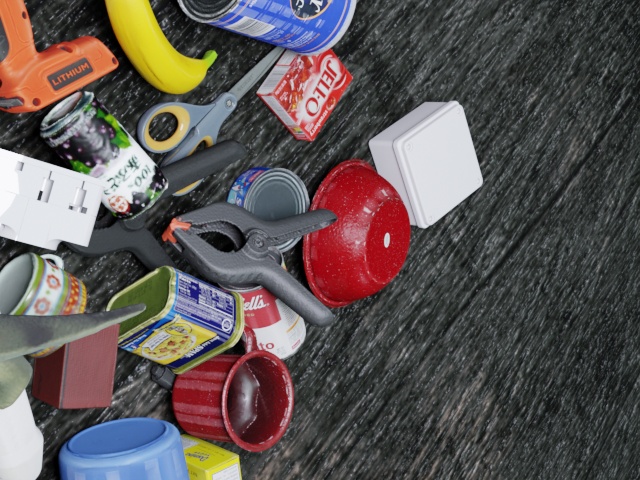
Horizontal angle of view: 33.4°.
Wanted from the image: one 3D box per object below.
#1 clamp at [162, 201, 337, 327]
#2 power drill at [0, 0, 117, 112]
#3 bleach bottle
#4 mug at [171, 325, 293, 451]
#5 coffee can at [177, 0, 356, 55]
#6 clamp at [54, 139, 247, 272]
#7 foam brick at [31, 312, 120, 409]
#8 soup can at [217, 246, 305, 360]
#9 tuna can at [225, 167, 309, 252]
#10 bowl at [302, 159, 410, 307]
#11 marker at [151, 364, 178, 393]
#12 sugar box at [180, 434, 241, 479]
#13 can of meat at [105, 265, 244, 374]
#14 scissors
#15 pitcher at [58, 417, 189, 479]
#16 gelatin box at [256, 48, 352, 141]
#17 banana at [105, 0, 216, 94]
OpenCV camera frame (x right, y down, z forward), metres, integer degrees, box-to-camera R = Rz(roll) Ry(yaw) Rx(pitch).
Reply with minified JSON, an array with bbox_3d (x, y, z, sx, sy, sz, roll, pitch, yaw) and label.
[{"bbox_3d":[-0.056,0.001,0.979,0.171,0.039,0.120,23,51,-17],"label":"clamp"},{"bbox_3d":[-0.236,-0.212,0.863,0.184,0.057,0.187,-37,118,-32],"label":"power drill"},{"bbox_3d":[-0.283,0.108,0.851,0.068,0.103,0.251,-39,129,-41],"label":"bleach bottle"},{"bbox_3d":[-0.085,0.137,1.009,0.093,0.082,0.117,7,82,-48],"label":"mug"},{"bbox_3d":[-0.049,-0.236,0.985,0.140,0.103,0.103,7,92,-49],"label":"coffee can"},{"bbox_3d":[-0.165,-0.036,0.956,0.209,0.036,0.164,19,95,-38],"label":"clamp"},{"bbox_3d":[-0.214,0.103,0.931,0.051,0.053,0.078,4,94,-42],"label":"foam brick"},{"bbox_3d":[-0.057,0.062,1.043,0.068,0.069,0.102,-43,136,-30],"label":"soup can"},{"bbox_3d":[-0.053,-0.031,1.069,0.085,0.034,0.086,-8,102,-41],"label":"tuna can"},{"bbox_3d":[0.049,-0.003,1.129,0.161,0.055,0.162,-19,114,-52],"label":"bowl"},{"bbox_3d":[-0.123,0.155,1.044,0.121,0.020,0.020,44,67,-37],"label":"marker"},{"bbox_3d":[-0.110,0.281,1.024,0.048,0.094,0.176,-15,106,-39],"label":"sugar box"},{"bbox_3d":[-0.134,0.072,0.967,0.083,0.102,0.057,28,45,-38],"label":"can of meat"},{"bbox_3d":[-0.106,-0.137,1.017,0.096,0.016,0.201,42,69,-39],"label":"scissors"},{"bbox_3d":[-0.164,0.291,0.947,0.144,0.149,0.243,-15,103,-37],"label":"pitcher"},{"bbox_3d":[-0.014,-0.158,1.088,0.073,0.030,0.089,48,66,-36],"label":"gelatin box"},{"bbox_3d":[-0.145,-0.177,0.926,0.197,0.037,0.069,48,45,-65],"label":"banana"}]
